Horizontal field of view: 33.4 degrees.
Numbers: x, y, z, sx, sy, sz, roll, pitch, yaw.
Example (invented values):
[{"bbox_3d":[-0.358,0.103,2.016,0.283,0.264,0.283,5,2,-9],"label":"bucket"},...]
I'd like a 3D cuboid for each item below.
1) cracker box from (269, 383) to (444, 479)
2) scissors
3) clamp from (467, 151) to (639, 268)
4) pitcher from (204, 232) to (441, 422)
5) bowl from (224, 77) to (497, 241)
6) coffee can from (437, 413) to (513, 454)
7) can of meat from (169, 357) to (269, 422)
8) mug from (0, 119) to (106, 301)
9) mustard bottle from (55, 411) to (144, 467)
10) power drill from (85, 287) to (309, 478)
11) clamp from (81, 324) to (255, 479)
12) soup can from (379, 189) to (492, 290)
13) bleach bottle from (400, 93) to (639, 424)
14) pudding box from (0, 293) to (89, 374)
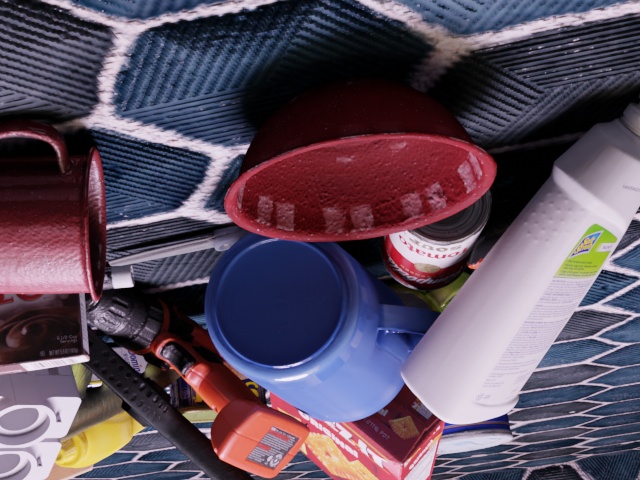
[{"bbox_3d":[0.029,0.173,1.022,0.072,0.164,0.214,-47,160,-20],"label":"cracker box"},{"bbox_3d":[-0.055,0.001,0.821,0.202,0.016,0.096,-17,159,27],"label":"scissors"},{"bbox_3d":[0.179,-0.019,0.816,0.120,0.039,0.172,11,157,-22],"label":"clamp"},{"bbox_3d":[0.006,0.065,0.815,0.149,0.145,0.242,-43,164,-1],"label":"pitcher"},{"bbox_3d":[0.020,-0.051,0.637,0.162,0.055,0.162,-6,161,-2],"label":"bowl"},{"bbox_3d":[0.138,0.144,1.114,0.103,0.140,0.103,-7,161,-2],"label":"coffee can"},{"bbox_3d":[-0.107,0.140,1.098,0.102,0.084,0.058,1,159,-23],"label":"can of meat"},{"bbox_3d":[-0.173,-0.019,0.631,0.081,0.093,0.117,-1,130,-5],"label":"mug"},{"bbox_3d":[-0.247,0.202,1.159,0.096,0.058,0.191,-2,-174,10],"label":"mustard bottle"},{"bbox_3d":[-0.106,0.112,0.902,0.057,0.188,0.184,-51,145,3],"label":"power drill"},{"bbox_3d":[-0.155,0.144,0.951,0.210,0.036,0.165,48,165,-24],"label":"clamp"},{"bbox_3d":[0.080,-0.012,0.756,0.068,0.068,0.102,-6,160,-4],"label":"soup can"},{"bbox_3d":[0.156,0.013,0.723,0.102,0.068,0.251,-3,132,-51],"label":"bleach bottle"},{"bbox_3d":[-0.231,0.052,0.790,0.113,0.090,0.039,-6,164,-7],"label":"pudding box"}]
